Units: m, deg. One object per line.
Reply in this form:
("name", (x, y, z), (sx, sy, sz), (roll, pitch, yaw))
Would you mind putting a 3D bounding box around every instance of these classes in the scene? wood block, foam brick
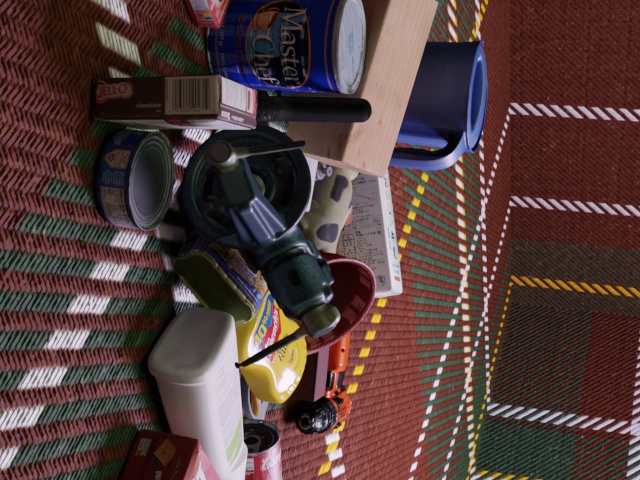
("wood block", (0.045, -0.184, 1.182), (0.090, 0.091, 0.206), (15, 91, -52))
("foam brick", (-0.022, 0.168, 1.412), (0.053, 0.051, 0.078), (-1, 96, -74))

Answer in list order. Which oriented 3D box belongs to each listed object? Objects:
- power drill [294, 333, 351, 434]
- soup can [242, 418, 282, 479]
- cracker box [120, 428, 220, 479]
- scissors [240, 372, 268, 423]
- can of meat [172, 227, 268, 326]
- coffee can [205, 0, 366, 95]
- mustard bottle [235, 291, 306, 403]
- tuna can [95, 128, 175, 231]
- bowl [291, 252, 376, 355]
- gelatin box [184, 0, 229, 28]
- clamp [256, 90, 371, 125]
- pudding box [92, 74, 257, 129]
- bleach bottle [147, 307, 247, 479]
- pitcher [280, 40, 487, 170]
("power drill", (0.010, 0.178, 1.515), (0.184, 0.057, 0.188), (4, 94, -77))
("soup can", (-0.078, 0.267, 1.229), (0.068, 0.068, 0.102), (-54, 146, -59))
("cracker box", (-0.140, 0.308, 1.029), (0.213, 0.072, 0.164), (74, 27, -49))
("scissors", (-0.073, 0.227, 1.323), (0.096, 0.016, 0.202), (-62, 152, -52))
("can of meat", (-0.092, 0.024, 1.074), (0.102, 0.058, 0.083), (51, 40, -22))
("coffee can", (-0.034, -0.205, 1.096), (0.102, 0.140, 0.103), (6, 90, -73))
("mustard bottle", (-0.074, 0.100, 1.185), (0.191, 0.058, 0.096), (59, 43, -52))
("tuna can", (-0.158, -0.052, 0.914), (0.086, 0.034, 0.086), (8, 90, -73))
("bowl", (-0.013, 0.068, 1.313), (0.055, 0.162, 0.162), (54, -14, 40))
("gelatin box", (-0.106, -0.262, 1.029), (0.073, 0.030, 0.089), (71, 29, -54))
("clamp", (-0.056, -0.131, 1.058), (0.209, 0.165, 0.036), (-13, 104, -62))
("pudding box", (-0.120, -0.114, 0.889), (0.090, 0.114, 0.039), (-3, 96, -74))
("bleach bottle", (-0.115, 0.193, 1.094), (0.102, 0.068, 0.251), (-63, 155, -50))
("pitcher", (0.077, -0.172, 1.295), (0.149, 0.243, 0.145), (-38, 131, -67))
